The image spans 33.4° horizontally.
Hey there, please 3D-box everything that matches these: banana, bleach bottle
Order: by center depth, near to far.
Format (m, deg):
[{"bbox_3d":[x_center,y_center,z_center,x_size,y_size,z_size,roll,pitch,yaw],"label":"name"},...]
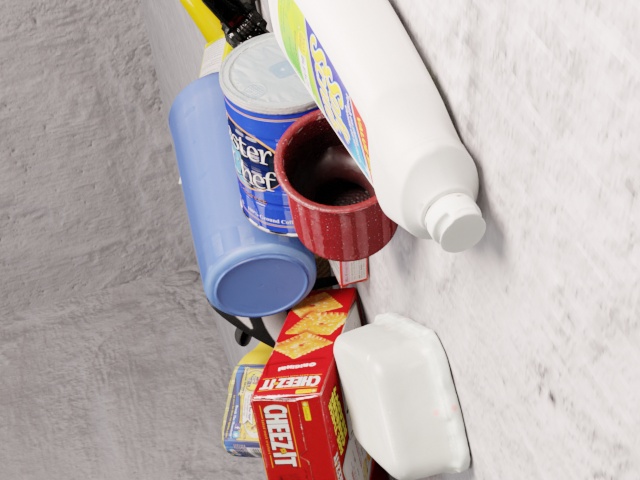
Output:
[{"bbox_3d":[0.036,-0.093,0.666,0.102,0.068,0.251,84,164,-46],"label":"bleach bottle"},{"bbox_3d":[-0.137,-0.265,1.332,0.070,0.037,0.197,19,147,46],"label":"banana"}]

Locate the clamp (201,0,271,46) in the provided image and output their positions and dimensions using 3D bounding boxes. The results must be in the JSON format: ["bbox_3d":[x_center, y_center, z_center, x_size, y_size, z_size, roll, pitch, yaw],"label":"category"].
[{"bbox_3d":[-0.064,-0.194,1.003,0.164,0.036,0.210,45,-177,-11],"label":"clamp"}]

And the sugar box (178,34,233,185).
[{"bbox_3d":[-0.120,-0.149,1.258,0.093,0.048,0.176,179,100,-67],"label":"sugar box"}]

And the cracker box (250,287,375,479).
[{"bbox_3d":[0.001,0.162,0.997,0.213,0.072,0.164,-64,-35,-65],"label":"cracker box"}]

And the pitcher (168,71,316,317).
[{"bbox_3d":[-0.070,-0.053,1.062,0.149,0.145,0.243,76,-179,-50],"label":"pitcher"}]

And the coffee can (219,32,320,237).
[{"bbox_3d":[-0.025,-0.088,0.890,0.140,0.102,0.103,84,167,-45],"label":"coffee can"}]

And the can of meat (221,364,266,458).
[{"bbox_3d":[-0.051,0.178,1.116,0.057,0.084,0.102,48,-134,-52],"label":"can of meat"}]

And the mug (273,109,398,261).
[{"bbox_3d":[0.019,-0.047,0.784,0.081,0.093,0.117,81,-159,-58],"label":"mug"}]

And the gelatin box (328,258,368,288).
[{"bbox_3d":[0.019,-0.013,0.976,0.089,0.030,0.073,84,165,-45],"label":"gelatin box"}]
